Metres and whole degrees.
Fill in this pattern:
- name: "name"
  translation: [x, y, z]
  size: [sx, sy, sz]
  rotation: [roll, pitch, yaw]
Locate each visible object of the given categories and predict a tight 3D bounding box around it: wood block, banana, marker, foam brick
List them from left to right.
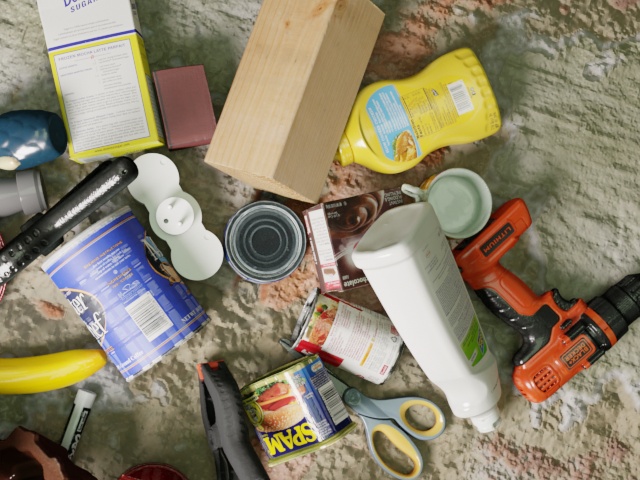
- name: "banana"
  translation: [-0.310, 0.125, 1.042]
  size: [0.197, 0.070, 0.037]
  rotation: [5, 55, -12]
- name: "marker"
  translation: [-0.254, 0.208, 1.067]
  size: [0.020, 0.020, 0.121]
  rotation: [20, 86, -6]
- name: "foam brick"
  translation: [-0.136, -0.134, 1.079]
  size: [0.051, 0.053, 0.078]
  rotation: [-12, 91, -8]
- name: "wood block"
  translation: [-0.025, -0.153, 1.059]
  size: [0.090, 0.090, 0.206]
  rotation: [16, 85, 35]

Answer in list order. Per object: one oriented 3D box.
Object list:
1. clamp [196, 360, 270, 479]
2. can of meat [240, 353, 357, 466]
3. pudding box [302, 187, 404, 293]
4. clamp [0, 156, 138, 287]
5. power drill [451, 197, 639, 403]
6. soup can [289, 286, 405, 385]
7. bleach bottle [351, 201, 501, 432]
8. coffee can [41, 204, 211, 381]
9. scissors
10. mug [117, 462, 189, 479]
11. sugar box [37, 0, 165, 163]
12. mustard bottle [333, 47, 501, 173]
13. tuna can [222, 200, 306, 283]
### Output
- name: "clamp"
  translation: [-0.086, 0.193, 1.038]
  size: [0.039, 0.120, 0.171]
  rotation: [-5, 70, -30]
- name: "can of meat"
  translation: [-0.026, 0.167, 1.060]
  size: [0.057, 0.102, 0.084]
  rotation: [-25, 88, -51]
- name: "pudding box"
  translation: [0.042, 0.000, 1.080]
  size: [0.113, 0.039, 0.090]
  rotation: [-13, 89, -37]
- name: "clamp"
  translation: [-0.258, -0.011, 1.007]
  size: [0.210, 0.165, 0.036]
  rotation: [-40, 102, -4]
- name: "power drill"
  translation: [0.237, 0.049, 1.117]
  size: [0.184, 0.057, 0.187]
  rotation: [-40, 93, -7]
- name: "soup can"
  translation: [0.028, 0.097, 1.084]
  size: [0.102, 0.068, 0.068]
  rotation: [23, 85, -7]
- name: "bleach bottle"
  translation: [0.121, 0.091, 1.065]
  size: [0.102, 0.068, 0.251]
  rotation: [-51, 122, -48]
- name: "coffee can"
  translation: [-0.188, 0.051, 1.039]
  size: [0.102, 0.103, 0.140]
  rotation: [-36, 93, -7]
- name: "scissors"
  translation: [0.053, 0.157, 1.111]
  size: [0.096, 0.016, 0.202]
  rotation: [-36, 93, -9]
- name: "mug"
  translation: [-0.154, 0.275, 1.046]
  size: [0.117, 0.081, 0.093]
  rotation: [20, 85, -6]
- name: "sugar box"
  translation: [-0.220, -0.173, 1.069]
  size: [0.093, 0.048, 0.176]
  rotation: [-11, 87, 2]
- name: "mustard bottle"
  translation: [0.084, -0.122, 1.103]
  size: [0.191, 0.058, 0.096]
  rotation: [-23, 93, -8]
- name: "tuna can"
  translation: [-0.057, 0.001, 1.093]
  size: [0.086, 0.034, 0.086]
  rotation: [0, 88, -7]
